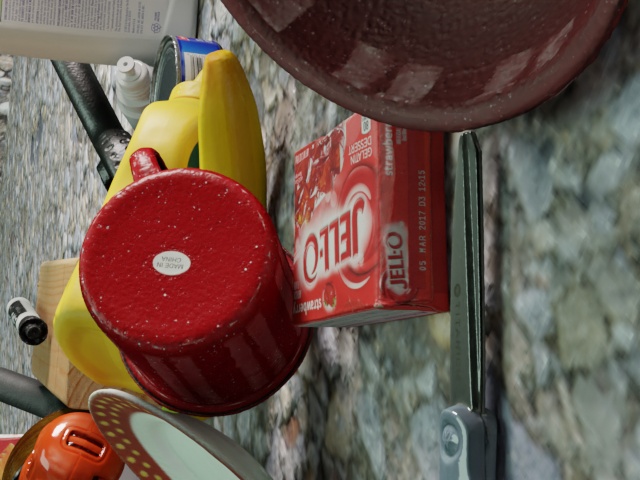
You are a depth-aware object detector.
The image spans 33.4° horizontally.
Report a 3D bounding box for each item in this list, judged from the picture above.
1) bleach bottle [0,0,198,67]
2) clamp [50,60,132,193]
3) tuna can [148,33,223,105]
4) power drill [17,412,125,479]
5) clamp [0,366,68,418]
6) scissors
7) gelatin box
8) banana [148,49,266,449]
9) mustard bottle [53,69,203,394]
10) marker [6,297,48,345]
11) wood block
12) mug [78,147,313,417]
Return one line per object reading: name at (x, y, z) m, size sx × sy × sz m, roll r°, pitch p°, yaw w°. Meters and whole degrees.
bleach bottle at (-0.212, -0.179, 0.731) m, size 0.068 × 0.250 × 0.102 m, roll 162°, pitch 111°, yaw -68°
clamp at (-0.141, -0.043, 0.787) m, size 0.210 × 0.036 × 0.164 m, roll 52°, pitch 164°, yaw 46°
tuna can at (-0.086, -0.088, 0.687) m, size 0.086 × 0.033 × 0.086 m, roll -176°, pitch 90°, yaw -70°
power drill at (-0.165, 0.199, 0.543) m, size 0.185 × 0.057 × 0.187 m, roll 119°, pitch 171°, yaw -46°
clamp at (-0.168, 0.130, 0.811) m, size 0.172 × 0.120 × 0.039 m, roll 19°, pitch 105°, yaw 47°
scissors at (0.052, 0.072, 0.313) m, size 0.096 × 0.016 × 0.202 m, roll -155°, pitch 70°, yaw -67°
gelatin box at (0.016, -0.006, 0.402) m, size 0.089 × 0.030 × 0.073 m, roll 159°, pitch 113°, yaw -68°
banana at (-0.050, 0.007, 0.544) m, size 0.069 × 0.037 × 0.198 m, roll 29°, pitch -113°, yaw -77°
mustard bottle at (-0.086, -0.019, 0.592) m, size 0.096 × 0.058 × 0.191 m, roll 83°, pitch -160°, yaw -59°
marker at (-0.205, 0.055, 0.744) m, size 0.121 × 0.020 × 0.020 m, roll -169°, pitch 84°, yaw -70°
wood block at (-0.139, 0.060, 0.725) m, size 0.206 × 0.090 × 0.091 m, roll 176°, pitch 98°, yaw -70°
mug at (-0.057, 0.011, 0.460) m, size 0.081 × 0.093 × 0.117 m, roll 74°, pitch 176°, yaw -67°
